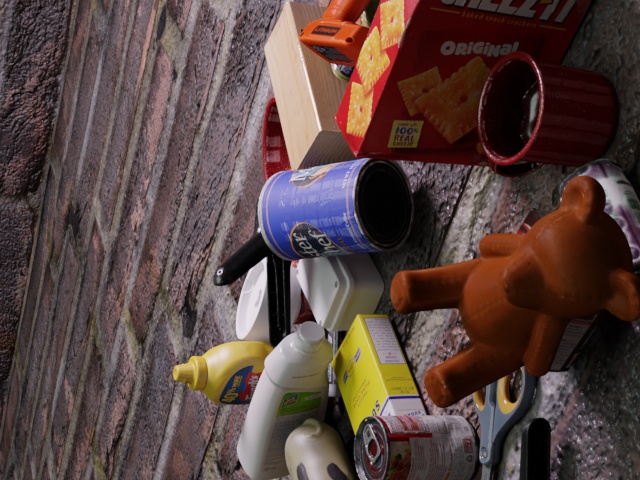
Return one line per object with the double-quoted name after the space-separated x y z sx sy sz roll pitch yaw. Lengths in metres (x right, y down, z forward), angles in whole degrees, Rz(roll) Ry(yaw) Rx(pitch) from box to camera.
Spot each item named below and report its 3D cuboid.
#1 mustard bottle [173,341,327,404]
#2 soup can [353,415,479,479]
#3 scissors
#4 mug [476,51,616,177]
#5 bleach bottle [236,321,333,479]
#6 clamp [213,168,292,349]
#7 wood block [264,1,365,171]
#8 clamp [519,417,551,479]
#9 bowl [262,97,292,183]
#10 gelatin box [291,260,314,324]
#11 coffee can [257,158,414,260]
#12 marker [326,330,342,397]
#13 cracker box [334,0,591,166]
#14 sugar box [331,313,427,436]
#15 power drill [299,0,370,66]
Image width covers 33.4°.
-0.086 0.163 1.304 0.096 0.191 0.058 118 146 -41 "mustard bottle"
0.092 0.201 1.022 0.069 0.102 0.068 -176 90 -65 "soup can"
0.165 0.187 0.970 0.096 0.016 0.202 159 112 -63 "scissors"
0.185 -0.096 0.891 0.093 0.081 0.117 -109 34 -41 "mug"
-0.030 0.183 1.248 0.068 0.102 0.251 58 146 34 "bleach bottle"
-0.058 0.002 1.222 0.036 0.164 0.210 1 66 26 "clamp"
0.003 -0.178 1.283 0.090 0.090 0.206 124 142 -47 "wood block"
0.187 0.248 0.888 0.120 0.039 0.171 -121 36 -58 "clamp"
-0.032 -0.104 1.369 0.162 0.055 0.162 176 90 -75 "bowl"
-0.025 0.058 1.380 0.073 0.030 0.089 146 124 -60 "gelatin box"
0.016 -0.033 1.165 0.141 0.102 0.103 -6 80 41 "coffee can"
0.017 0.128 1.292 0.020 0.020 0.121 170 102 -65 "marker"
0.126 -0.167 0.930 0.214 0.164 0.072 -67 32 36 "cracker box"
0.066 0.175 1.149 0.176 0.048 0.093 -108 30 -41 "sugar box"
0.067 -0.275 1.126 0.185 0.057 0.187 18 78 55 "power drill"
